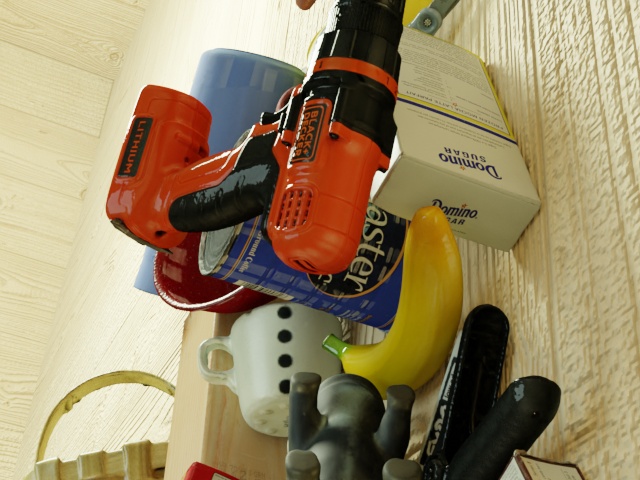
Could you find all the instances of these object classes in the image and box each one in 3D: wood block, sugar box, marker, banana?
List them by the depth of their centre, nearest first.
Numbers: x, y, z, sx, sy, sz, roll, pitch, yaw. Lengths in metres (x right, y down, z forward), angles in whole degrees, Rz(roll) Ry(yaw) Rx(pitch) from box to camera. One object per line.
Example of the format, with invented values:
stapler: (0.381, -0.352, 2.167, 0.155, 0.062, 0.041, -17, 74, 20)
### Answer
marker: (0.069, 0.111, 0.607, 0.020, 0.020, 0.121, -159, 88, -73)
banana: (0.048, 0.053, 0.645, 0.037, 0.069, 0.198, -43, -8, -33)
sugar box: (0.070, -0.071, 0.663, 0.176, 0.093, 0.048, -94, 27, -51)
wood block: (-0.065, 0.132, 0.871, 0.206, 0.090, 0.091, -89, 25, -45)

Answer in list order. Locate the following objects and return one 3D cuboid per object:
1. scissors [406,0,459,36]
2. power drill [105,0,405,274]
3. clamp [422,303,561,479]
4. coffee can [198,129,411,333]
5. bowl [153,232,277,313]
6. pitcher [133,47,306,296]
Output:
scissors: (0.061, -0.168, 0.807, 0.202, 0.096, 0.016, -66, -6, 27)
power drill: (-0.037, -0.067, 0.624, 0.188, 0.057, 0.184, -6, 62, 43)
clamp: (0.073, 0.117, 0.558, 0.120, 0.039, 0.172, -77, 9, -69)
coffee can: (0.001, -0.004, 0.724, 0.103, 0.140, 0.103, -162, 90, -73)
bowl: (-0.056, 0.001, 0.851, 0.162, 0.055, 0.162, -26, 41, 24)
pitcher: (-0.079, -0.051, 1.008, 0.145, 0.149, 0.243, -23, -54, -89)
